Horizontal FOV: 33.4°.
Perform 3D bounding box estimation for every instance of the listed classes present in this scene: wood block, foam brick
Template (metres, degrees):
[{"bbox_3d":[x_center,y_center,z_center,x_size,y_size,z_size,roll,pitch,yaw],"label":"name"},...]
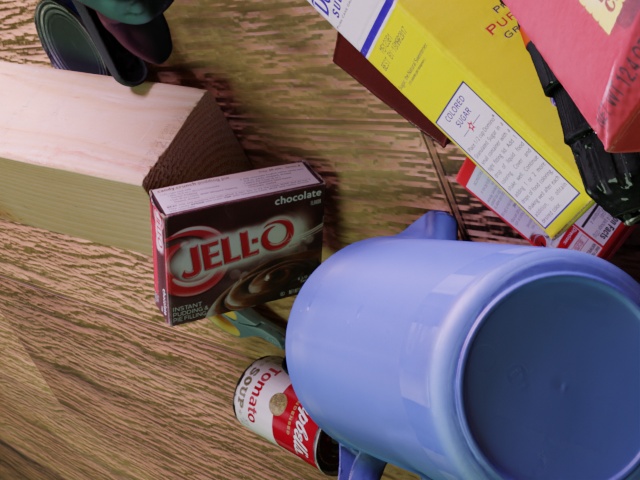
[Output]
[{"bbox_3d":[-0.165,-0.060,0.773,0.206,0.090,0.090,12,148,32],"label":"wood block"},{"bbox_3d":[0.052,-0.096,0.521,0.078,0.051,0.053,40,149,18],"label":"foam brick"}]

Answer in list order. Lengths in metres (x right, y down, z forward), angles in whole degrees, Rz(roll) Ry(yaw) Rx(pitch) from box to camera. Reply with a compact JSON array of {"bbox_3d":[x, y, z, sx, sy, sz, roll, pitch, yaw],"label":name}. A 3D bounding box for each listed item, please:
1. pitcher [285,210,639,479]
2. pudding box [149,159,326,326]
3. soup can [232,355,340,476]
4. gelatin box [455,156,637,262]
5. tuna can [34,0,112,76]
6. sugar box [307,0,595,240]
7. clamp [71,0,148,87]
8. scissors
[{"bbox_3d":[0.066,0.070,0.528,0.149,0.145,0.243,65,168,-4],"label":"pitcher"},{"bbox_3d":[-0.055,0.001,0.705,0.039,0.113,0.090,52,148,44],"label":"pudding box"},{"bbox_3d":[-0.015,0.141,0.873,0.102,0.068,0.068,21,140,42],"label":"soup can"},{"bbox_3d":[0.118,-0.031,0.528,0.089,0.030,0.073,42,149,15],"label":"gelatin box"},{"bbox_3d":[-0.173,-0.148,0.798,0.086,0.033,0.086,35,148,26],"label":"tuna can"},{"bbox_3d":[0.070,-0.094,0.456,0.176,0.093,0.048,46,150,7],"label":"sugar box"},{"bbox_3d":[-0.158,-0.197,0.710,0.171,0.039,0.120,48,135,16],"label":"clamp"},{"bbox_3d":[-0.041,0.083,0.896,0.202,0.016,0.096,33,160,13],"label":"scissors"}]
